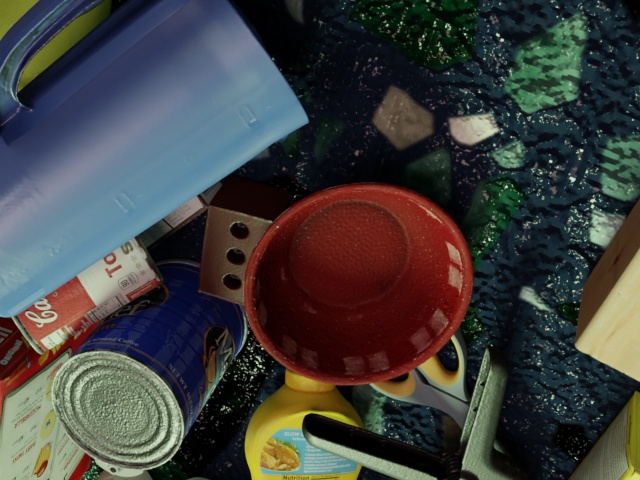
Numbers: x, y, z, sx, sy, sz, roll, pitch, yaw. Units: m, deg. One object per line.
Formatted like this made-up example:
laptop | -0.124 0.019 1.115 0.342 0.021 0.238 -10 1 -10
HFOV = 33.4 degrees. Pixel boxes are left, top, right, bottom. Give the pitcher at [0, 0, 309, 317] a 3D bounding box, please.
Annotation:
pitcher | -0.142 -0.068 0.677 0.243 0.145 0.149 -37 94 -2

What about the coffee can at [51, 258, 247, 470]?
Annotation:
coffee can | -0.125 0.090 0.810 0.103 0.140 0.103 7 118 14

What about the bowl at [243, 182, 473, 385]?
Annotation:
bowl | 0.025 0.022 0.761 0.162 0.055 0.162 -3 117 -5

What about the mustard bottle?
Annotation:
mustard bottle | -0.013 0.176 0.847 0.096 0.058 0.192 3 98 -15

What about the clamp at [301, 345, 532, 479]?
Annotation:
clamp | 0.110 0.170 0.811 0.165 0.036 0.210 -30 119 25

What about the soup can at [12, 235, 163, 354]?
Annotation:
soup can | -0.172 0.027 0.764 0.102 0.068 0.068 -31 107 -8

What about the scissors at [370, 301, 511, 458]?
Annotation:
scissors | 0.097 0.138 0.839 0.096 0.016 0.201 -15 111 25

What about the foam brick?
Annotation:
foam brick | -0.055 0.001 0.794 0.053 0.051 0.078 15 120 9

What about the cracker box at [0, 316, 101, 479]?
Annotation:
cracker box | -0.247 0.143 0.863 0.072 0.164 0.214 17 120 10
